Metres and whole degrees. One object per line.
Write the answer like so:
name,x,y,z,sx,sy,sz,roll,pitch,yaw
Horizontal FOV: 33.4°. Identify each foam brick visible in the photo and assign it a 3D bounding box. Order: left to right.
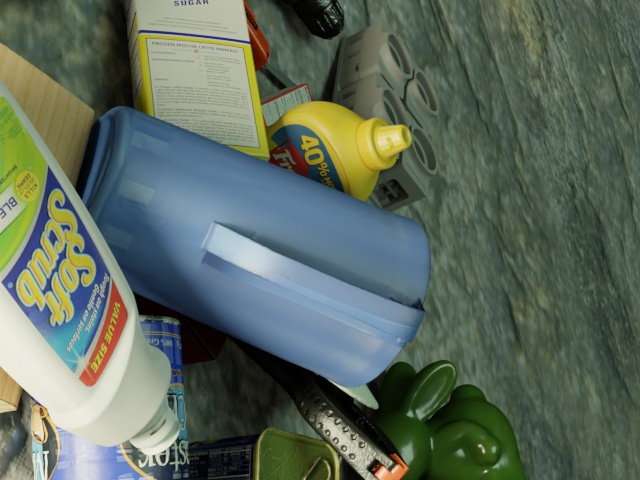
foam brick,-0.110,0.050,0.815,0.078,0.051,0.053,56,38,-27

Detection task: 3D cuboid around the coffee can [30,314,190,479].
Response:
coffee can,-0.138,0.127,0.701,0.102,0.103,0.140,11,70,-53

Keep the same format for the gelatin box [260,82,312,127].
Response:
gelatin box,-0.036,-0.098,0.985,0.089,0.030,0.073,-35,114,-51

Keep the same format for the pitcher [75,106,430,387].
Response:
pitcher,-0.050,0.005,0.725,0.242,0.149,0.145,24,47,-26

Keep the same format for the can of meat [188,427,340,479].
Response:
can of meat,-0.048,0.183,0.827,0.102,0.084,0.057,26,58,-49

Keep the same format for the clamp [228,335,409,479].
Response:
clamp,0.008,0.133,0.867,0.036,0.210,0.164,-50,138,2

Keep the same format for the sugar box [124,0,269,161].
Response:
sugar box,-0.099,-0.127,0.832,0.093,0.048,0.176,3,55,-21

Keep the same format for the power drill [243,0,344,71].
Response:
power drill,-0.055,-0.230,0.990,0.184,0.057,0.187,52,38,-24

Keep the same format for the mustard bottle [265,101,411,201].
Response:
mustard bottle,-0.011,-0.061,0.870,0.058,0.192,0.096,-44,114,-52

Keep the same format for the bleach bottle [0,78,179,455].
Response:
bleach bottle,-0.151,0.022,0.592,0.250,0.068,0.102,58,45,-30
